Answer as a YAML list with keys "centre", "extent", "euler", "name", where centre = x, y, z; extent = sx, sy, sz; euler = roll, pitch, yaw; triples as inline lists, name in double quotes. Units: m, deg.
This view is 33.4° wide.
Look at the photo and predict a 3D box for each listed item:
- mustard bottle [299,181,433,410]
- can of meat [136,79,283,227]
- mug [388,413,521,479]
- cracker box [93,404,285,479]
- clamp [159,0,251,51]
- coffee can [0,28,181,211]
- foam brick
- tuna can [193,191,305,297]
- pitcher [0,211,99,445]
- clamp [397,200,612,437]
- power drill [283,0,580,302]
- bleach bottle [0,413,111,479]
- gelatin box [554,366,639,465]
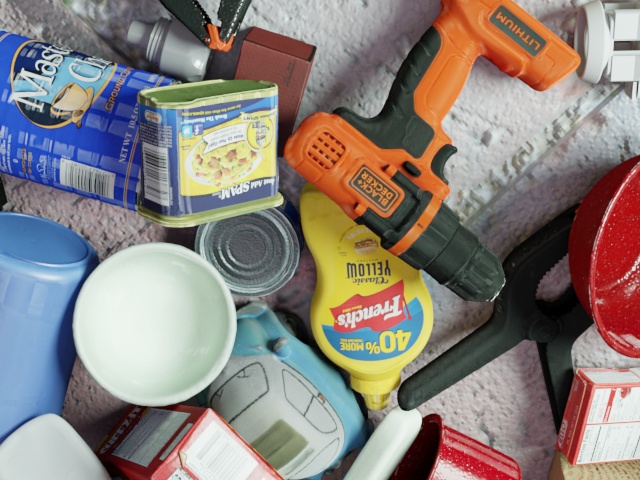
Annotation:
- centre: [0.039, 0.045, 0.833]
  extent: [0.096, 0.058, 0.192]
  euler: [-4, 111, 2]
  name: "mustard bottle"
- centre: [-0.075, -0.062, 0.727]
  extent: [0.058, 0.101, 0.084]
  euler: [22, 118, 46]
  name: "can of meat"
- centre: [0.105, 0.206, 0.879]
  extent: [0.081, 0.093, 0.117]
  euler: [27, 142, -10]
  name: "mug"
- centre: [-0.081, 0.205, 0.827]
  extent: [0.164, 0.214, 0.072]
  euler: [46, 69, -12]
  name: "cracker box"
- centre: [-0.095, -0.217, 0.744]
  extent: [0.120, 0.039, 0.171]
  euler: [-1, 93, 14]
  name: "clamp"
- centre: [-0.183, -0.087, 0.780]
  extent: [0.140, 0.102, 0.103]
  euler: [16, 112, -1]
  name: "coffee can"
- centre: [-0.039, -0.109, 0.785]
  extent: [0.053, 0.051, 0.078]
  euler: [18, 112, -3]
  name: "foam brick"
- centre: [-0.055, 0.001, 0.838]
  extent: [0.086, 0.033, 0.086]
  euler: [2, 111, 5]
  name: "tuna can"
- centre: [-0.268, 0.104, 0.844]
  extent: [0.145, 0.149, 0.243]
  euler: [22, 108, 1]
  name: "pitcher"
- centre: [0.176, 0.070, 0.836]
  extent: [0.164, 0.036, 0.210]
  euler: [23, 106, -20]
  name: "clamp"
- centre: [0.096, -0.073, 0.748]
  extent: [0.184, 0.057, 0.187]
  euler: [38, 88, -8]
  name: "power drill"
- centre: [-0.179, 0.241, 0.878]
  extent: [0.068, 0.103, 0.251]
  euler: [-39, 148, -16]
  name: "bleach bottle"
- centre: [0.237, 0.138, 0.849]
  extent: [0.089, 0.030, 0.073]
  euler: [0, 113, -20]
  name: "gelatin box"
